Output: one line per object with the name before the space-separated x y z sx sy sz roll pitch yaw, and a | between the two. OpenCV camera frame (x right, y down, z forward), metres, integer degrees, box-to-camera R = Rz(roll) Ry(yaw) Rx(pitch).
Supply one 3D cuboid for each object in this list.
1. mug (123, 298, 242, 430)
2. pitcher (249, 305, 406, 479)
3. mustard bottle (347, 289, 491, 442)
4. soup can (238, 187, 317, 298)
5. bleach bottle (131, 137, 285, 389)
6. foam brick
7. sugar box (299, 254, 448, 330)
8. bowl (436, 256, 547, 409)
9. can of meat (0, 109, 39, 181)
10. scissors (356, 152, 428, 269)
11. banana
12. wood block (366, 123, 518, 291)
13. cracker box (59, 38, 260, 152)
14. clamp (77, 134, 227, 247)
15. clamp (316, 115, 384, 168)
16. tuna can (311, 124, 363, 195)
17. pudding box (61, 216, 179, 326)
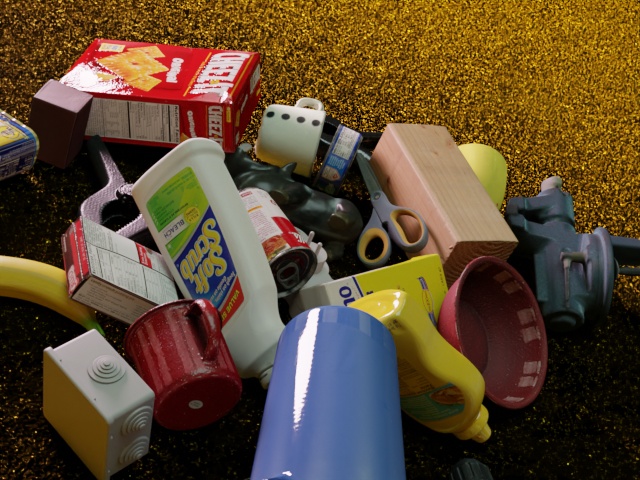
mug | -0.113 0.104 0.932 0.093 0.117 0.081 4 42 -34
pitcher | 0.014 0.176 0.879 0.145 0.149 0.242 9 38 -3
mustard bottle | 0.101 0.131 1.025 0.191 0.096 0.058 46 46 -21
soup can | -0.057 0.001 1.098 0.068 0.069 0.102 -5 43 -37
bleach bottle | -0.088 0.030 1.031 0.251 0.103 0.068 60 21 18
foam brick | -0.293 -0.130 1.191 0.053 0.078 0.051 22 34 -1
sugar box | 0.064 0.075 1.104 0.175 0.048 0.093 -14 88 -45
bowl | 0.172 0.101 1.123 0.161 0.055 0.162 19 62 -41
can of meat | -0.363 -0.103 1.128 0.102 0.057 0.083 33 31 13
scissors | 0.059 -0.033 1.285 0.016 0.096 0.202 51 -2 -41
banana | -0.291 0.042 0.979 0.197 0.037 0.069 13 32 -15
wood block | 0.141 -0.041 1.296 0.090 0.091 0.206 0 46 -29
cracker box | -0.191 -0.178 1.279 0.214 0.072 0.164 5 32 6
clamp | -0.211 -0.046 1.147 0.165 0.036 0.209 14 39 11
clamp | 0.039 -0.123 1.425 0.171 0.039 0.120 12 31 -18
tuna can | 0.022 -0.100 1.335 0.034 0.086 0.086 24 32 -1
pudding box | -0.189 0.036 1.017 0.113 0.039 0.090 28 26 -35
